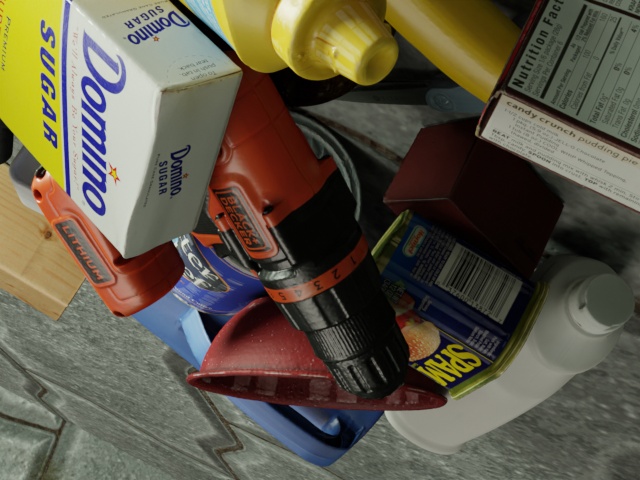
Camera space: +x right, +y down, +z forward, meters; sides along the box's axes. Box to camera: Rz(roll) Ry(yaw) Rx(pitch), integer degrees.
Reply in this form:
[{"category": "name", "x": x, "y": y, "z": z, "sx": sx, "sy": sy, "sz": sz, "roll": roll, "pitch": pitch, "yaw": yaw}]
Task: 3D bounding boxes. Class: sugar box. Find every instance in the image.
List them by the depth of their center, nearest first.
[{"category": "sugar box", "x": -0.112, "y": -0.085, "z": 0.454, "sx": 0.176, "sy": 0.048, "sz": 0.093, "roll": 46, "pitch": 138, "yaw": 24}]

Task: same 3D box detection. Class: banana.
[{"category": "banana", "x": 0.035, "y": -0.108, "z": 0.424, "sx": 0.197, "sy": 0.037, "sz": 0.070, "roll": 44, "pitch": -178, "yaw": -22}]

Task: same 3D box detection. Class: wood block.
[{"category": "wood block", "x": -0.314, "y": -0.018, "z": 1.025, "sx": 0.206, "sy": 0.090, "sz": 0.090, "roll": 33, "pitch": 159, "yaw": -10}]

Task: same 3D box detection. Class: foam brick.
[{"category": "foam brick", "x": 0.082, "y": -0.020, "z": 0.571, "sx": 0.078, "sy": 0.053, "sz": 0.051, "roll": 43, "pitch": 155, "yaw": -31}]

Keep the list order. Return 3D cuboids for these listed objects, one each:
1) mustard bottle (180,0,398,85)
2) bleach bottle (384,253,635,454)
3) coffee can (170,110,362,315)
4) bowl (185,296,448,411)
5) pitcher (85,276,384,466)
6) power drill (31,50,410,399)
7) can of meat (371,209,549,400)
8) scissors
[{"category": "mustard bottle", "x": -0.038, "y": -0.117, "z": 0.392, "sx": 0.192, "sy": 0.058, "sz": 0.096, "roll": 47, "pitch": 164, "yaw": 31}, {"category": "bleach bottle", "x": 0.117, "y": 0.071, "z": 0.663, "sx": 0.068, "sy": 0.102, "sz": 0.251, "roll": 31, "pitch": 160, "yaw": -3}, {"category": "coffee can", "x": -0.046, "y": -0.013, "z": 0.680, "sx": 0.102, "sy": 0.102, "sz": 0.140, "roll": 33, "pitch": 159, "yaw": -10}, {"category": "bowl", "x": -0.001, "y": 0.070, "z": 0.665, "sx": 0.162, "sy": 0.055, "sz": 0.162, "roll": 4, "pitch": 165, "yaw": 1}, {"category": "pitcher", "x": -0.056, "y": 0.058, "z": 0.810, "sx": 0.242, "sy": 0.145, "sz": 0.149, "roll": 38, "pitch": 161, "yaw": -16}, {"category": "power drill", "x": -0.054, "y": 0.001, "z": 0.541, "sx": 0.188, "sy": 0.057, "sz": 0.184, "roll": -4, "pitch": 121, "yaw": 47}, {"category": "can of meat", "x": 0.061, "y": 0.034, "z": 0.570, "sx": 0.084, "sy": 0.057, "sz": 0.102, "roll": 32, "pitch": 159, "yaw": 0}, {"category": "scissors", "x": 0.064, "y": -0.081, "z": 0.506, "sx": 0.202, "sy": 0.016, "sz": 0.096, "roll": 17, "pitch": 154, "yaw": 28}]
